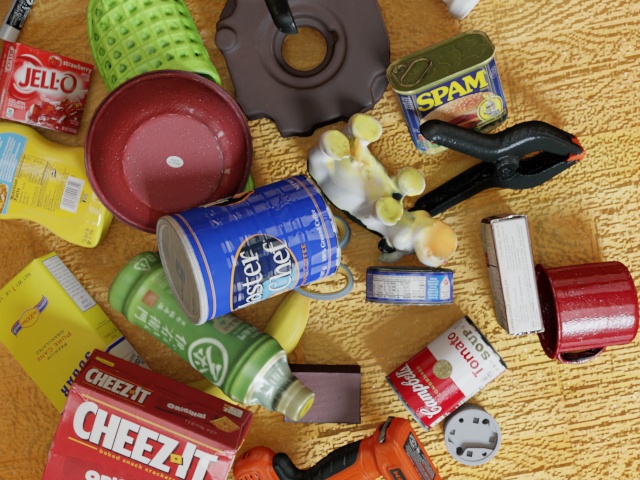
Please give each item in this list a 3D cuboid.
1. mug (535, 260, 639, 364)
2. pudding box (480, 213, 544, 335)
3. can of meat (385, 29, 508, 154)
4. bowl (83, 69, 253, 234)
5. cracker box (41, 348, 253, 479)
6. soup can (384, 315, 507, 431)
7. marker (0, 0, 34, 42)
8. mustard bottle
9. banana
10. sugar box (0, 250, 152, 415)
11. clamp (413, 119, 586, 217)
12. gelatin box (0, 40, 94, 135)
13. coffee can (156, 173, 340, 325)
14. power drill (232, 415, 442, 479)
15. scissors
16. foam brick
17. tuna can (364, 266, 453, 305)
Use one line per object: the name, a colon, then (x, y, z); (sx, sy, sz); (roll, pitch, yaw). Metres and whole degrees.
mug: (0.256, 0.073, 1.034); (0.081, 0.093, 0.117); (-7, 123, -3)
pudding box: (0.184, 0.031, 1.026); (0.039, 0.090, 0.113); (-11, 92, 3)
can of meat: (0.123, -0.140, 1.020); (0.102, 0.057, 0.084); (-22, 132, 3)
bowl: (-0.139, -0.076, 0.997); (0.162, 0.055, 0.162); (-3, 105, -11)
cracker box: (-0.178, 0.231, 1.018); (0.164, 0.072, 0.214); (22, 117, -1)
soup can: (0.123, 0.129, 1.044); (0.102, 0.068, 0.068); (-38, 91, 2)
marker: (-0.289, -0.254, 1.065); (0.020, 0.020, 0.121); (26, 93, 0)
mustard bottle: (-0.296, -0.065, 1.054); (0.191, 0.058, 0.096); (17, 97, 1)
banana: (-0.082, 0.122, 1.066); (0.198, 0.037, 0.069); (-32, 91, 3)
sugar box: (-0.248, 0.108, 1.058); (0.093, 0.048, 0.176); (-40, 88, 19)
clamp: (0.168, -0.071, 1.036); (0.171, 0.120, 0.039); (-1, 53, -11)
gelatin box: (-0.271, -0.147, 1.038); (0.030, 0.089, 0.073); (16, 93, 43)
coffee can: (-0.067, 0.007, 0.981); (0.140, 0.103, 0.103); (-19, 92, -21)
power drill: (0.027, 0.262, 1.033); (0.188, 0.057, 0.184); (-26, 101, 22)
scissors: (-0.057, 0.001, 1.068); (0.202, 0.016, 0.096); (18, 75, 13)
foam brick: (0.002, 0.152, 1.056); (0.078, 0.053, 0.051); (1, 93, 2)
tuna can: (0.086, 0.043, 1.033); (0.086, 0.086, 0.034); (1, 91, 2)
